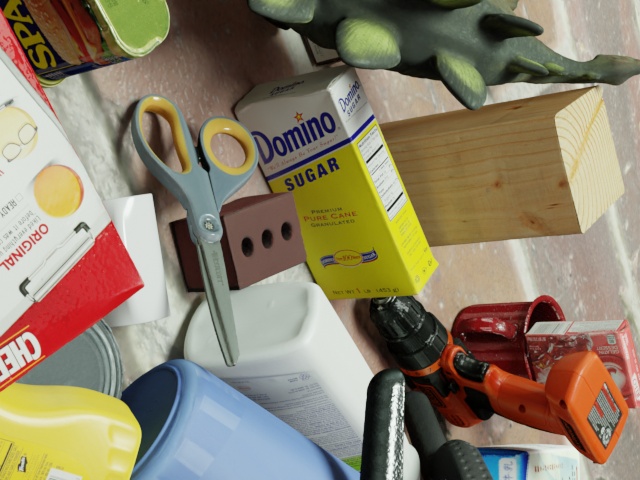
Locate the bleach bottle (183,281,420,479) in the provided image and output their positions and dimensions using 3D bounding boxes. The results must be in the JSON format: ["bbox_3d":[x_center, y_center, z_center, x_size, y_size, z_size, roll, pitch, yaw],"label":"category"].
[{"bbox_3d":[0.003,0.134,0.773,0.068,0.103,0.250,-78,149,-42],"label":"bleach bottle"}]

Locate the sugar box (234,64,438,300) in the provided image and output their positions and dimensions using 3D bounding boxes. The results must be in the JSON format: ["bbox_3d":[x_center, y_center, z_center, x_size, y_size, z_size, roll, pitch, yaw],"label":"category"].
[{"bbox_3d":[0.013,-0.038,0.797,0.048,0.094,0.176,-52,124,-42],"label":"sugar box"}]

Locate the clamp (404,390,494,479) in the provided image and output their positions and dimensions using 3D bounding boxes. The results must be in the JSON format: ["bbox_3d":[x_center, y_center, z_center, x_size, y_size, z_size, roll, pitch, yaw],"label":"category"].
[{"bbox_3d":[0.095,0.190,0.825,0.036,0.210,0.164,0,76,-11],"label":"clamp"}]

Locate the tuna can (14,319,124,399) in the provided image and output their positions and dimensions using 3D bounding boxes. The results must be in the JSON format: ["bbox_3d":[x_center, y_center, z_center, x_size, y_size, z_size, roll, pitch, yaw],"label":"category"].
[{"bbox_3d":[-0.156,0.079,0.613,0.085,0.034,0.086,9,78,-51],"label":"tuna can"}]

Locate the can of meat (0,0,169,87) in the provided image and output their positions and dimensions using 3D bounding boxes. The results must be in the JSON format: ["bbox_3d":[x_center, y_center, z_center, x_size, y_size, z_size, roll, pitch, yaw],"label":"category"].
[{"bbox_3d":[-0.145,-0.146,0.615,0.057,0.084,0.102,-53,125,-42],"label":"can of meat"}]

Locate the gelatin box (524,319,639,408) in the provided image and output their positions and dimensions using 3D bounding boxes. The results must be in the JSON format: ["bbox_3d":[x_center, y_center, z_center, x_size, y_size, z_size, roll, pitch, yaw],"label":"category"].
[{"bbox_3d":[0.228,0.107,0.920,0.030,0.089,0.073,-34,112,-49],"label":"gelatin box"}]

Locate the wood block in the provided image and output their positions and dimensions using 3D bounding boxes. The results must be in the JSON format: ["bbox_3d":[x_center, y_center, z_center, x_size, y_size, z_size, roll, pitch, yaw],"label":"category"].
[{"bbox_3d":[0.116,-0.053,0.838,0.090,0.207,0.090,-33,111,-48],"label":"wood block"}]

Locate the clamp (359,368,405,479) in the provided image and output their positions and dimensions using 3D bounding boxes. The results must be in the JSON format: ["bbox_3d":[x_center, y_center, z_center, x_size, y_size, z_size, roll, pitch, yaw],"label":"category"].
[{"bbox_3d":[0.049,0.173,0.619,0.120,0.039,0.171,35,59,-13],"label":"clamp"}]

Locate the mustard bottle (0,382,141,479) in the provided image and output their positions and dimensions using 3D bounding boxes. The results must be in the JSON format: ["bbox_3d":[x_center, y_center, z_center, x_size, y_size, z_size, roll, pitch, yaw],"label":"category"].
[{"bbox_3d":[-0.191,0.101,0.522,0.191,0.058,0.096,24,98,-32],"label":"mustard bottle"}]

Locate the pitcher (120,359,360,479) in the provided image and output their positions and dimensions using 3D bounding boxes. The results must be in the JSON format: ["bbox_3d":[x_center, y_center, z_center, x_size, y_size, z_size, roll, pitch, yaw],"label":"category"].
[{"bbox_3d":[-0.032,0.178,0.672,0.242,0.149,0.145,42,51,-24],"label":"pitcher"}]

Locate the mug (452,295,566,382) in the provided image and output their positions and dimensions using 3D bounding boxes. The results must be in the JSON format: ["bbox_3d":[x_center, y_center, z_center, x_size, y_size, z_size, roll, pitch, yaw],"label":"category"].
[{"bbox_3d":[0.169,0.095,0.988,0.117,0.082,0.093,27,65,-47],"label":"mug"}]

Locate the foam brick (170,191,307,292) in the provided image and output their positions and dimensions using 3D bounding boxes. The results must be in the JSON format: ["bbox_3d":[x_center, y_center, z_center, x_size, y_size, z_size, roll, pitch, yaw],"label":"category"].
[{"bbox_3d":[-0.055,0.001,0.738,0.078,0.051,0.053,-24,104,-51],"label":"foam brick"}]

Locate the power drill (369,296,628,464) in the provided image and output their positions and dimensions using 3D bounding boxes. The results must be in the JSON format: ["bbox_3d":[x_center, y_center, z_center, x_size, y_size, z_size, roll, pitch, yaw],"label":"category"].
[{"bbox_3d":[0.143,0.108,0.870,0.057,0.188,0.184,-58,133,-20],"label":"power drill"}]

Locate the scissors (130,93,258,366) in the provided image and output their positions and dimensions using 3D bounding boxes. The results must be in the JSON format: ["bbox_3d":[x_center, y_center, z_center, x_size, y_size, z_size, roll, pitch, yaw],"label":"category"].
[{"bbox_3d":[-0.059,-0.014,0.676,0.096,0.016,0.202,-8,59,-38],"label":"scissors"}]

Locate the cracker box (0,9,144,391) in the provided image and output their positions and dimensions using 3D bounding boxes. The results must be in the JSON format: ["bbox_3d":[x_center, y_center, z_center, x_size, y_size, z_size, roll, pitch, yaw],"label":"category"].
[{"bbox_3d":[-0.195,-0.029,0.440,0.164,0.072,0.213,-38,113,-35],"label":"cracker box"}]
